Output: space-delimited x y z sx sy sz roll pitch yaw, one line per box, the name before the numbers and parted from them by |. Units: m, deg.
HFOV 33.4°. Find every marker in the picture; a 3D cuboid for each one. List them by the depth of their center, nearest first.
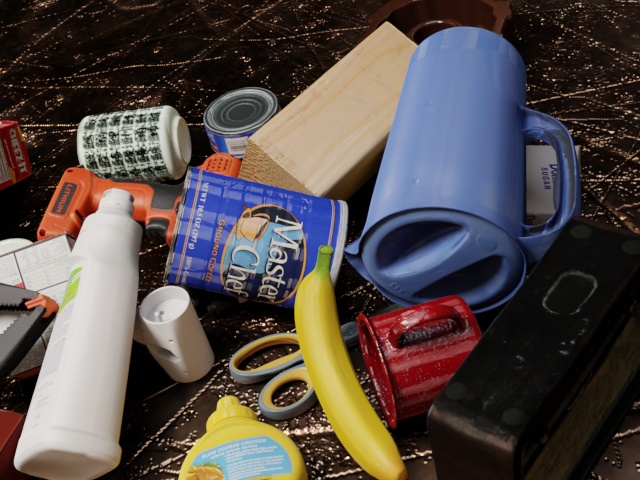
marker | -0.050 0.036 0.980 0.121 0.020 0.020 -28 43 -13

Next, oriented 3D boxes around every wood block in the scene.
wood block | 0.023 -0.107 1.040 0.090 0.091 0.205 41 61 10

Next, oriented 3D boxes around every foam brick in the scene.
foam brick | -0.278 0.173 0.879 0.078 0.051 0.053 6 45 22

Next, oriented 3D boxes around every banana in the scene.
banana | 0.016 0.105 0.838 0.037 0.070 0.198 -12 67 -21

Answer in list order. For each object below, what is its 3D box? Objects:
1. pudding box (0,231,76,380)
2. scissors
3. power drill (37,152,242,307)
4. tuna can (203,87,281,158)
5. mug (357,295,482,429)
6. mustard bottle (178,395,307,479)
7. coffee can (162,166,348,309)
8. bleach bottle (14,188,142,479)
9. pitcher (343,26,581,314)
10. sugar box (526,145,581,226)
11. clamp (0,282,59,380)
pudding box | -0.250 0.059 0.962 0.090 0.039 0.113 -20 82 -5
scissors | 0.022 0.095 0.897 0.202 0.016 0.096 -15 43 1
power drill | -0.174 -0.011 1.039 0.188 0.057 0.184 2 46 12
tuna can | -0.083 -0.129 1.158 0.086 0.034 0.086 -9 42 8
mug | 0.080 0.084 0.820 0.081 0.117 0.093 -15 53 -7
mustard bottle | -0.055 0.190 0.785 0.096 0.058 0.192 -16 42 -2
coffee can | -0.056 0.001 0.920 0.140 0.103 0.102 13 43 -7
bleach bottle | -0.187 0.067 0.884 0.103 0.068 0.250 -34 42 50
pitcher | 0.124 -0.068 0.898 0.149 0.145 0.242 22 50 -11
sugar box | 0.147 -0.045 0.989 0.176 0.048 0.093 5 48 17
clamp | -0.324 0.101 0.923 0.210 0.036 0.164 -16 74 9
